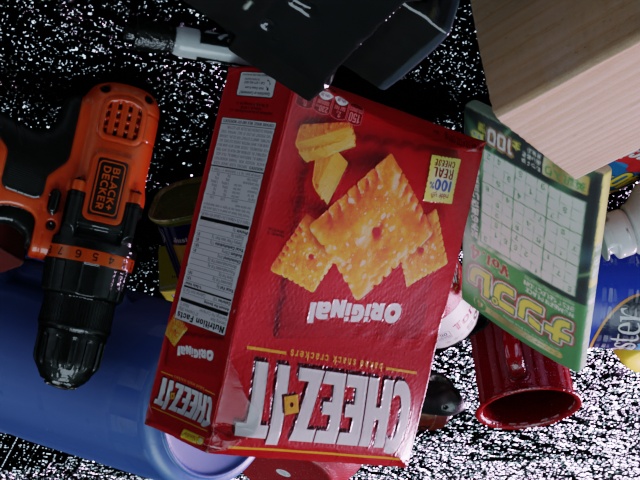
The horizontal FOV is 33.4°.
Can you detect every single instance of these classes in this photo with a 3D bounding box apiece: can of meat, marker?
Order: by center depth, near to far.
[{"bbox_3d":[-0.053,-0.110,0.615,0.121,0.020,0.020,7,147,-18],"label":"marker"},{"bbox_3d":[-0.055,0.001,0.728,0.102,0.057,0.084,-11,119,10],"label":"can of meat"}]

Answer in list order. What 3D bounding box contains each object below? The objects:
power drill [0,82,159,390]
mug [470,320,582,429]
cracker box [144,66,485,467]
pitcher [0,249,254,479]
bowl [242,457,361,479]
[{"bbox_3d":[-0.197,-0.018,0.616,0.187,0.184,0.057,14,171,-17],"label":"power drill"},{"bbox_3d":[0.174,0.107,0.936,0.093,0.081,0.117,-14,148,15],"label":"mug"},{"bbox_3d":[0.003,0.021,0.636,0.163,0.214,0.072,14,179,-41],"label":"cracker box"},{"bbox_3d":[-0.149,0.081,0.730,0.243,0.145,0.149,6,164,45],"label":"pitcher"},{"bbox_3d":[-0.027,0.194,0.998,0.162,0.055,0.162,10,143,7],"label":"bowl"}]
